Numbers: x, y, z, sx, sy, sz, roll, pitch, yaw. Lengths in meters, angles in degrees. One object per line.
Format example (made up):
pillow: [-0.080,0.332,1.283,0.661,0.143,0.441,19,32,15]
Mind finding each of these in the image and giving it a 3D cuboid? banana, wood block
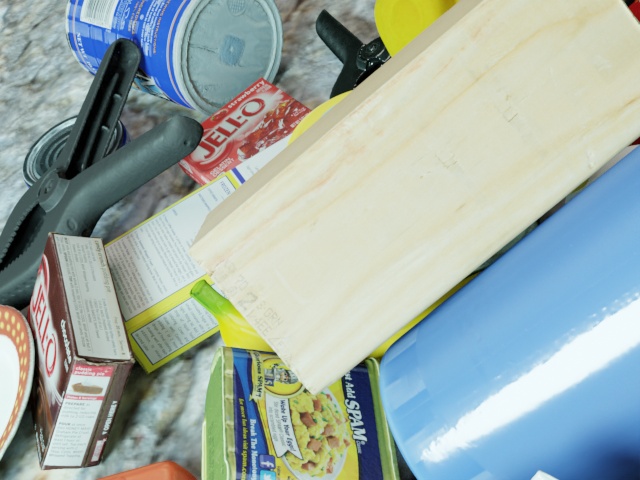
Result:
banana: [0.024,0.049,0.575,0.198,0.069,0.037,-6,41,22]
wood block: [0.049,-0.036,0.492,0.206,0.090,0.091,-39,8,7]

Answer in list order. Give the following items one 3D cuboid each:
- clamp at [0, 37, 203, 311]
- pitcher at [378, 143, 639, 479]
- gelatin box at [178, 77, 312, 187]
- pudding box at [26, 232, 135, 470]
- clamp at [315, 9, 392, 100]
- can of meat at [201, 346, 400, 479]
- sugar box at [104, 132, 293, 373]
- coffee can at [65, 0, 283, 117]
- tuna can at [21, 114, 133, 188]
clamp: [-0.159,-0.028,0.701,0.210,0.036,0.165,-55,35,3]
pitcher: [0.153,0.032,0.459,0.243,0.149,0.144,-38,-1,22]
gelatin box: [-0.051,-0.069,0.752,0.089,0.030,0.073,-39,44,-13]
pudding box: [-0.146,0.064,0.629,0.039,0.090,0.113,3,37,-28]
clamp: [0.053,-0.131,0.751,0.120,0.039,0.171,-29,43,25]
can of meat: [-0.013,0.103,0.524,0.083,0.057,0.102,9,43,-15]
sugar box: [-0.054,0.001,0.677,0.176,0.048,0.093,-29,41,-6]
coffee can: [-0.113,-0.158,0.814,0.141,0.102,0.102,22,61,39]
tuna can: [-0.179,-0.057,0.800,0.086,0.033,0.086,-14,45,14]
